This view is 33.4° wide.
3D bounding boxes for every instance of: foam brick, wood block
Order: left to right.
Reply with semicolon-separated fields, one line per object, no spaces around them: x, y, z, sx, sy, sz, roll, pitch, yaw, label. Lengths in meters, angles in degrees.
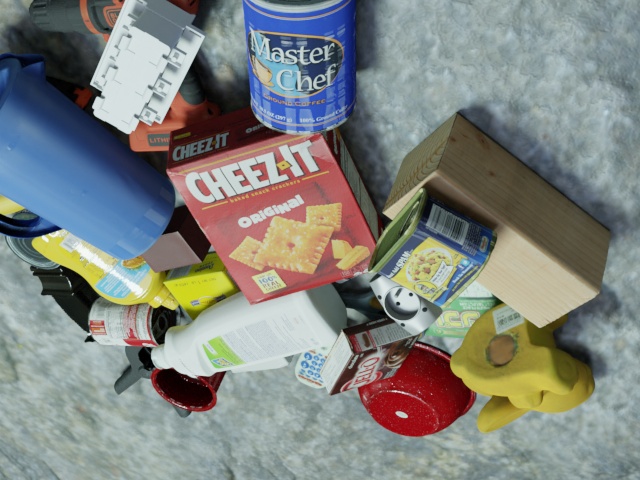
-0.173;-0.002;1.266;0.078;0.051;0.053;-12;127;33;foam brick
0.177;-0.017;1.060;0.206;0.090;0.091;36;138;-13;wood block

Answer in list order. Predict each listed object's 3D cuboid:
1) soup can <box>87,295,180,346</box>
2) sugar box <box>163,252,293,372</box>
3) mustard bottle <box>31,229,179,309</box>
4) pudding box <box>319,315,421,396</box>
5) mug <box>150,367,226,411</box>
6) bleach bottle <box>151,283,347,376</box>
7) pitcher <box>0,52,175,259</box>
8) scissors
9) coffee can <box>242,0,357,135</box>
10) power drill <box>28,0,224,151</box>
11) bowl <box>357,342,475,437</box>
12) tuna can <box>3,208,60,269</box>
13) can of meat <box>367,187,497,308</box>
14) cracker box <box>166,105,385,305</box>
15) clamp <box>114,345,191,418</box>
-0.244;0.104;1.396;0.102;0.068;0.068;-1;133;26;soup can
-0.111;0.093;1.339;0.093;0.048;0.176;-11;127;30;sugar box
-0.251;0.024;1.317;0.191;0.058;0.096;39;108;-17;mustard bottle
0.056;0.131;1.236;0.089;0.039;0.114;-15;151;-24;pudding box
-0.166;0.158;1.405;0.093;0.081;0.117;13;138;12;mug
-0.099;0.105;1.271;0.251;0.068;0.102;-18;126;25;bleach bottle
-0.282;-0.072;1.142;0.149;0.145;0.242;-11;142;42;pitcher
0.042;0.084;1.276;0.202;0.016;0.096;-2;134;35;scissors
-0.018;-0.182;0.969;0.103;0.102;0.140;12;137;13;coffee can
-0.189;-0.179;1.085;0.185;0.057;0.187;1;134;24;power drill
0.110;0.197;1.338;0.162;0.055;0.162;14;138;12;bowl
-0.359;-0.004;1.363;0.086;0.033;0.086;13;137;12;tuna can
0.106;0.010;1.010;0.084;0.057;0.102;28;140;-8;can of meat
-0.040;-0.039;1.106;0.164;0.072;0.213;-16;133;14;cracker box
-0.244;0.177;1.494;0.120;0.039;0.171;7;130;12;clamp
